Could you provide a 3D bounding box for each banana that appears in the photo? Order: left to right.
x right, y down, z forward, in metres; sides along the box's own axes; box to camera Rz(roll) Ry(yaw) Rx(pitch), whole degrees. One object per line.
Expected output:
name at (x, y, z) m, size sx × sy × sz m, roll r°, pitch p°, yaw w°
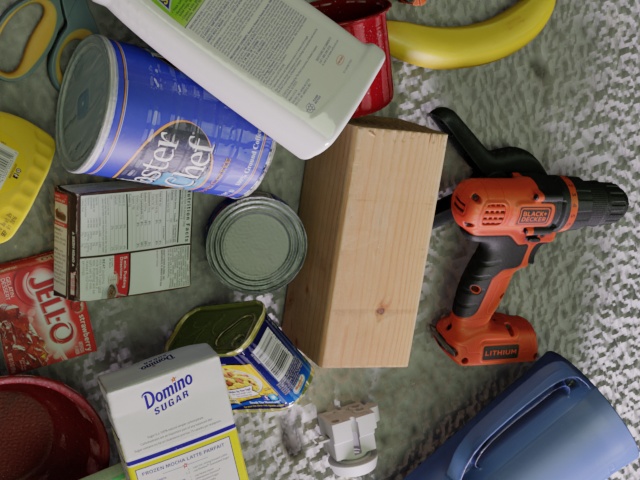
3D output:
banana at (0.134, -0.188, 0.947) m, size 0.197 × 0.037 × 0.069 m, roll -22°, pitch 104°, yaw -17°

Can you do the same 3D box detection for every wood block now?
wood block at (0.035, -0.002, 0.927) m, size 0.090 × 0.090 × 0.206 m, roll 3°, pitch 104°, yaw -26°

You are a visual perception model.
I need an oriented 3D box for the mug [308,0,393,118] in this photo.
mug at (0.005, -0.148, 0.877) m, size 0.117 × 0.093 × 0.081 m, roll -6°, pitch 115°, yaw 6°

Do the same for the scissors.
scissors at (-0.175, -0.196, 0.817) m, size 0.096 × 0.016 × 0.202 m, roll 38°, pitch 88°, yaw -30°

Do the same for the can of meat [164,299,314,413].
can of meat at (-0.067, 0.101, 0.907) m, size 0.084 × 0.102 × 0.057 m, roll 52°, pitch 48°, yaw -30°

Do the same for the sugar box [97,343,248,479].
sugar box at (-0.110, 0.177, 0.853) m, size 0.093 × 0.048 × 0.176 m, roll -17°, pitch 107°, yaw -18°

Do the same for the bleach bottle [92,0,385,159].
bleach bottle at (-0.079, -0.169, 0.763) m, size 0.250 × 0.068 × 0.102 m, roll 37°, pitch 69°, yaw -15°

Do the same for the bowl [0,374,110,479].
bowl at (-0.257, 0.174, 0.867) m, size 0.161 × 0.055 × 0.162 m, roll -8°, pitch 110°, yaw -23°

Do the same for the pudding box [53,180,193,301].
pudding box at (-0.156, -0.002, 0.853) m, size 0.113 × 0.039 × 0.090 m, roll -8°, pitch 105°, yaw -44°

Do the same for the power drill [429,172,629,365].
power drill at (0.190, 0.025, 1.001) m, size 0.184 × 0.057 × 0.188 m, roll 0°, pitch 118°, yaw -23°

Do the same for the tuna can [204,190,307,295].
tuna can at (-0.056, 0.001, 0.909) m, size 0.086 × 0.034 × 0.086 m, roll -2°, pitch 104°, yaw -10°

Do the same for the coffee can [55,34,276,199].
coffee can at (-0.117, -0.092, 0.815) m, size 0.140 × 0.103 × 0.103 m, roll 8°, pitch 102°, yaw -33°

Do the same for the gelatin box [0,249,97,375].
gelatin box at (-0.227, 0.056, 0.861) m, size 0.073 × 0.030 × 0.089 m, roll -15°, pitch 111°, yaw -20°

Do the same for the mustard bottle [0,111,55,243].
mustard bottle at (-0.294, -0.080, 0.769) m, size 0.191 × 0.058 × 0.096 m, roll 33°, pitch 65°, yaw -28°

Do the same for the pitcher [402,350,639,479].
pitcher at (0.174, 0.223, 1.034) m, size 0.242 × 0.145 × 0.149 m, roll -37°, pitch 96°, yaw -7°

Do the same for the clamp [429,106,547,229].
clamp at (0.152, -0.062, 0.988) m, size 0.171 × 0.039 × 0.120 m, roll -2°, pitch 117°, yaw -29°
